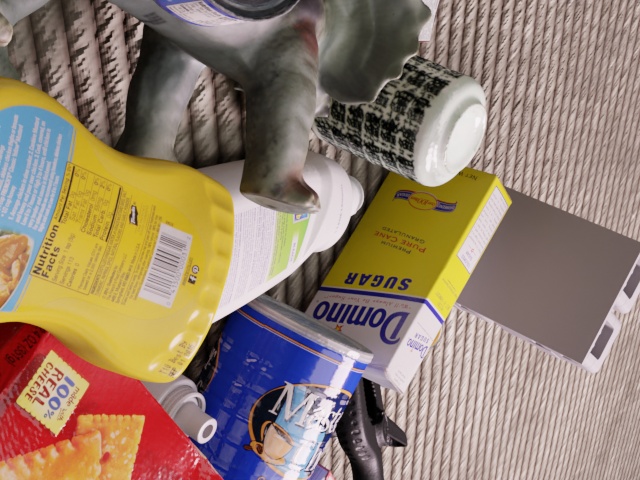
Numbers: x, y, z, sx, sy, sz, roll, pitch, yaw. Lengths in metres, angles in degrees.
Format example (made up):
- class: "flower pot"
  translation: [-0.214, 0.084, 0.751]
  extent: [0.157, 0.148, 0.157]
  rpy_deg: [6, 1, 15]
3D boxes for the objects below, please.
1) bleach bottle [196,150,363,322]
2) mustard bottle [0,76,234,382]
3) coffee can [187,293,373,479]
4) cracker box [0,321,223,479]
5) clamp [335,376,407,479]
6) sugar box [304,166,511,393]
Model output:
- class: "bleach bottle"
  translation: [-0.054, 0.001, 0.670]
  extent: [0.250, 0.068, 0.103]
  rpy_deg: [-20, 129, -52]
- class: "mustard bottle"
  translation: [-0.122, -0.011, 0.427]
  extent: [0.191, 0.058, 0.096]
  rpy_deg: [27, 75, -44]
- class: "coffee can"
  translation: [-0.040, 0.117, 0.738]
  extent: [0.102, 0.103, 0.140]
  rpy_deg: [27, 90, -59]
- class: "cracker box"
  translation: [-0.131, 0.149, 0.512]
  extent: [0.164, 0.072, 0.213]
  rpy_deg: [-51, 124, -29]
- class: "clamp"
  translation: [0.041, 0.159, 0.920]
  extent: [0.164, 0.036, 0.210]
  rpy_deg: [-71, 151, -60]
- class: "sugar box"
  translation: [0.063, 0.020, 0.818]
  extent: [0.176, 0.093, 0.048]
  rpy_deg: [-58, 140, -17]
